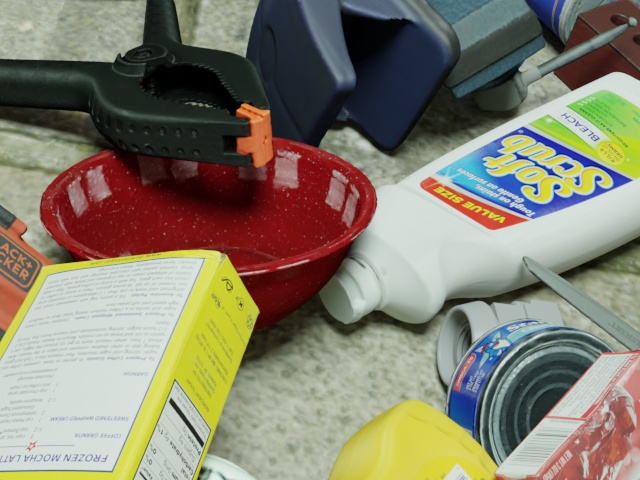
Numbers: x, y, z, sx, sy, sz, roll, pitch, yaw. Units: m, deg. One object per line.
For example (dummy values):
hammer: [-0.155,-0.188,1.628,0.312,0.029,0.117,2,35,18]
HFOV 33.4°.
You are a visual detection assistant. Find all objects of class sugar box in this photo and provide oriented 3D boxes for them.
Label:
sugar box: [-0.092,0.081,0.388,0.093,0.048,0.176,-6,44,26]

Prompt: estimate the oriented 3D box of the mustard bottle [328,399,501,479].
mustard bottle: [0.018,0.135,0.392,0.096,0.058,0.191,56,29,2]

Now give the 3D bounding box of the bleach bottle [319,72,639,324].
bleach bottle: [0.109,-0.014,0.599,0.250,0.068,0.103,-27,60,-30]

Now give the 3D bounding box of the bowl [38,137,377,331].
bowl: [-0.053,0.001,0.526,0.162,0.055,0.162,0,27,0]

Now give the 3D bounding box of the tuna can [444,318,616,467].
tuna can: [0.104,0.081,0.498,0.086,0.034,0.086,-1,92,-18]

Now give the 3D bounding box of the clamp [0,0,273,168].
clamp: [-0.093,-0.093,0.600,0.210,0.036,0.164,23,42,34]
